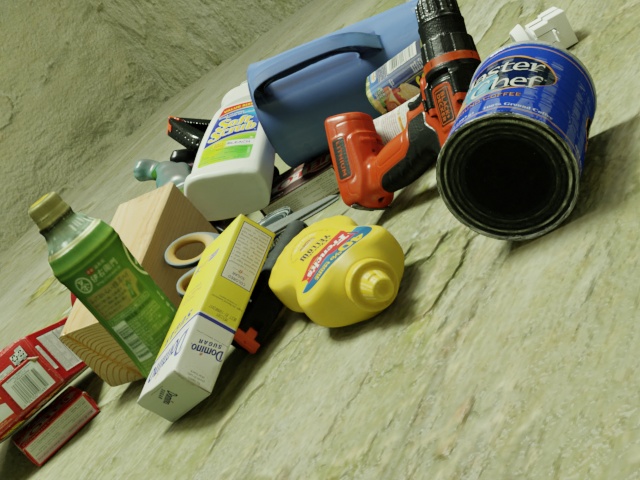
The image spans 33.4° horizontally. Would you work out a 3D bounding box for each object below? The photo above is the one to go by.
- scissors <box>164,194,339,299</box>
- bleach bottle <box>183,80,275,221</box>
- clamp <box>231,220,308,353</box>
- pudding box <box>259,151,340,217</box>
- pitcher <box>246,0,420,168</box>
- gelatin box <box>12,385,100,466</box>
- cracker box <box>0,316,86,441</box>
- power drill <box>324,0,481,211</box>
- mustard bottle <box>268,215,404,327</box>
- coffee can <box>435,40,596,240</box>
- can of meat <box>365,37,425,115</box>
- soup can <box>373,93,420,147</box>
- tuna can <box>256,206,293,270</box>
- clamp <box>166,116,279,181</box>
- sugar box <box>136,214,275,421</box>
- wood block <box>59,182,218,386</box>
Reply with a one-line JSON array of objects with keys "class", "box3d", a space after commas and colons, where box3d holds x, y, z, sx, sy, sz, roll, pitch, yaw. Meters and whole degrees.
[{"class": "scissors", "box3d": [-0.082, -0.009, 1.143, 0.201, 0.016, 0.096, -40, 52, -22]}, {"class": "bleach bottle", "box3d": [-0.106, -0.126, 1.337, 0.102, 0.068, 0.251, -10, 36, 8]}, {"class": "clamp", "box3d": [-0.053, 0.046, 1.028, 0.120, 0.039, 0.171, -55, 14, 16]}, {"class": "pudding box", "box3d": [-0.013, -0.070, 1.286, 0.114, 0.039, 0.090, -32, 17, 24]}, {"class": "pitcher", "box3d": [0.042, -0.190, 1.221, 0.243, 0.145, 0.149, -22, 23, 16]}, {"class": "gelatin box", "box3d": [-0.288, 0.199, 1.159, 0.089, 0.030, 0.073, -44, 16, -19]}, {"class": "cracker box", "box3d": [-0.344, 0.168, 1.204, 0.164, 0.072, 0.213, -41, 2, 2]}, {"class": "power drill", "box3d": [0.081, -0.120, 1.002, 0.057, 0.184, 0.188, 0, -19, -36]}, {"class": "mustard bottle", "box3d": [0.020, 0.028, 0.891, 0.096, 0.058, 0.192, -42, 16, -9]}, {"class": "coffee can", "box3d": [0.151, -0.079, 0.809, 0.103, 0.102, 0.140, -29, 18, 32]}, {"class": "can of meat", "box3d": [0.110, -0.160, 1.141, 0.084, 0.102, 0.057, -33, 36, 29]}, {"class": "soup can", "box3d": [0.089, -0.107, 1.103, 0.102, 0.068, 0.068, -27, 19, 35]}, {"class": "tuna can", "box3d": [-0.058, 0.001, 1.193, 0.086, 0.033, 0.086, -36, 15, 11]}, {"class": "clamp", "box3d": [-0.109, -0.134, 1.454, 0.210, 0.036, 0.164, 19, 26, 22]}, {"class": "sugar box", "box3d": [-0.104, 0.069, 0.969, 0.093, 0.048, 0.176, -41, 21, 51]}, {"class": "wood block", "box3d": [-0.194, 0.046, 1.169, 0.090, 0.090, 0.206, -20, 36, 29]}]
